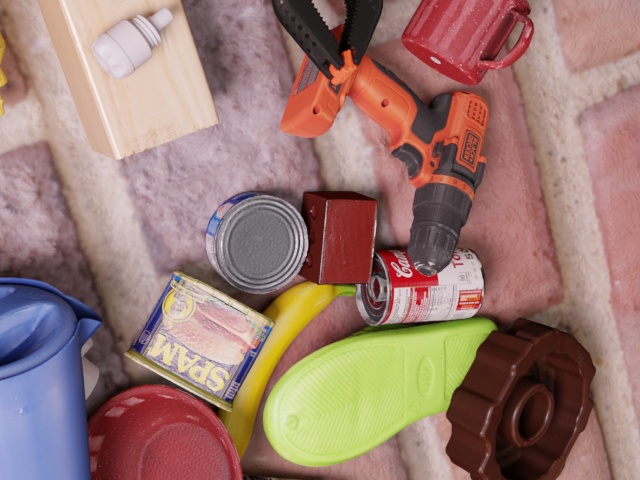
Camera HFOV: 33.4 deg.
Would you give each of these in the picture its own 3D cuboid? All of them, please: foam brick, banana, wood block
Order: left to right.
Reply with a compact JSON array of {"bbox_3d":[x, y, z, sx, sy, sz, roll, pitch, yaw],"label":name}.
[{"bbox_3d":[-0.160,-0.176,0.817,0.090,0.091,0.206,-23,107,-18],"label":"wood block"},{"bbox_3d":[-0.043,0.106,0.949,0.069,0.037,0.198,39,84,-24],"label":"banana"},{"bbox_3d":[0.015,-0.003,0.944,0.051,0.053,0.078,1,99,-23],"label":"foam brick"}]

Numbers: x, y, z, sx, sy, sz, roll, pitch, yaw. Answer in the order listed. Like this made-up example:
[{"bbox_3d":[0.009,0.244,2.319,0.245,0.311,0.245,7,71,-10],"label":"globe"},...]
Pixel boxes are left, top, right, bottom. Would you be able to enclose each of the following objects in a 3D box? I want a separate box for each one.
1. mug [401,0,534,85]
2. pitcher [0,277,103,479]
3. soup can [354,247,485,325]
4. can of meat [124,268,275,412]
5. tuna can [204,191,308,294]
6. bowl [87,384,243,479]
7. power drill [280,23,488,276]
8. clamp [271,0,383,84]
[{"bbox_3d":[0.132,-0.185,0.930,0.081,0.117,0.093,-59,144,2],"label":"mug"},{"bbox_3d":[-0.243,0.162,0.793,0.149,0.145,0.243,7,120,12],"label":"pitcher"},{"bbox_3d":[0.091,0.041,0.977,0.102,0.069,0.068,-2,100,-23],"label":"soup can"},{"bbox_3d":[-0.099,0.083,0.898,0.102,0.057,0.084,29,85,-1],"label":"can of meat"},{"bbox_3d":[-0.056,0.001,0.925,0.086,0.034,0.086,-4,101,-22],"label":"tuna can"},{"bbox_3d":[-0.127,0.200,0.894,0.055,0.162,0.162,9,98,-68],"label":"bowl"},{"bbox_3d":[0.059,-0.082,0.916,0.187,0.057,0.184,31,58,-25],"label":"power drill"},{"bbox_3d":[-0.010,-0.230,0.866,0.164,0.036,0.210,1,74,-19],"label":"clamp"}]
